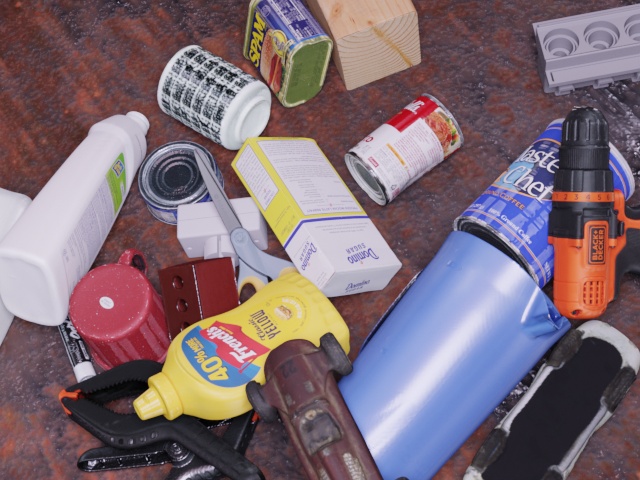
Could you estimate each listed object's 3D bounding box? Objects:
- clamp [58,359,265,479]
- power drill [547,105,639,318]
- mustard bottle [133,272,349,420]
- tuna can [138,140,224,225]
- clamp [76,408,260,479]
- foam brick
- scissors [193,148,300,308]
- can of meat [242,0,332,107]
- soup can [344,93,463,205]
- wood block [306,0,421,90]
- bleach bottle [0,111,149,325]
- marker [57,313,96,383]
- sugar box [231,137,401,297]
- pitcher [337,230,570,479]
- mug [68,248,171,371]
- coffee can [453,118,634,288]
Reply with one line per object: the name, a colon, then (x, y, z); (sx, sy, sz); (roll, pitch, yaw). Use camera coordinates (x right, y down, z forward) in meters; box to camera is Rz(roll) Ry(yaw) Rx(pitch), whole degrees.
clamp: (-0.131, 0.142, 0.973); (0.210, 0.036, 0.164); (4, 45, 14)
power drill: (0.290, -0.024, 0.944); (0.187, 0.057, 0.184); (0, 96, -17)
mustard bottle: (-0.076, 0.104, 0.937); (0.191, 0.058, 0.096); (-27, 53, -21)
tuna can: (-0.146, -0.061, 1.111); (0.086, 0.034, 0.086); (-4, 62, 7)
clamp: (-0.136, 0.195, 0.976); (0.171, 0.039, 0.120); (-40, 62, -20)
foam brick: (-0.112, 0.058, 1.008); (0.053, 0.051, 0.078); (-10, 91, 43)
scissors: (-0.057, 0.001, 1.030); (0.096, 0.016, 0.202); (-11, 88, -5)
can of meat: (-0.034, -0.204, 1.130); (0.057, 0.102, 0.084); (-22, 63, -24)
soup can: (0.083, -0.091, 1.071); (0.102, 0.068, 0.068); (-38, 64, -10)
wood block: (0.029, -0.281, 1.166); (0.090, 0.091, 0.206); (-21, 61, -2)
bleach bottle: (-0.235, -0.038, 1.072); (0.068, 0.103, 0.250); (14, 46, 11)
marker: (-0.250, 0.088, 1.060); (0.020, 0.020, 0.121); (-26, 62, -5)
sugar box: (-0.006, -0.025, 1.041); (0.093, 0.048, 0.176); (-4, 53, -42)
pitcher: (0.087, 0.118, 0.932); (0.145, 0.149, 0.242); (39, 82, 15)
mug: (-0.188, 0.063, 1.027); (0.093, 0.081, 0.117); (5, 64, 12)
coffee can: (0.209, -0.031, 1.000); (0.140, 0.103, 0.103); (-44, 65, -14)
